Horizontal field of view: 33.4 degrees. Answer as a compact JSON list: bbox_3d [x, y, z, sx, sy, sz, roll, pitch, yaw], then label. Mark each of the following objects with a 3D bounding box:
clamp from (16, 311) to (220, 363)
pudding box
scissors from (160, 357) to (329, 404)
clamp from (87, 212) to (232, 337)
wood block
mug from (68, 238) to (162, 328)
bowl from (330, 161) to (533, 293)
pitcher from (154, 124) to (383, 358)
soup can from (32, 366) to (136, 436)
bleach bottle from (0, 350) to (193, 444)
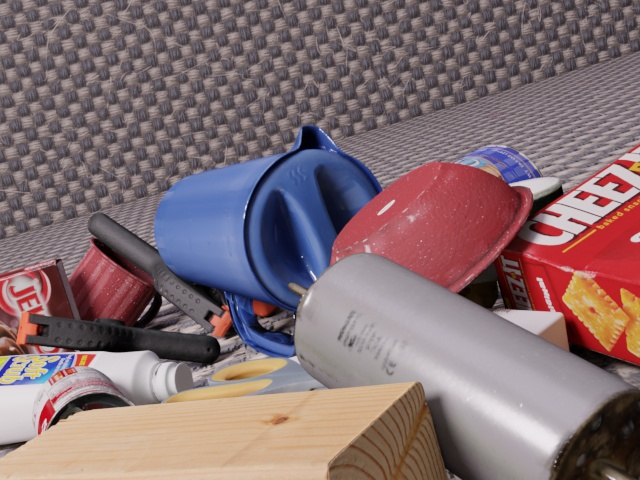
[{"bbox_3d":[-0.175,0.087,0.928,0.120,0.039,0.171,-9,-14,41],"label":"clamp"},{"bbox_3d":[-0.283,0.083,1.047,0.090,0.113,0.039,-16,10,0],"label":"pudding box"},{"bbox_3d":[0.007,0.078,0.626,0.202,0.016,0.096,-12,8,7],"label":"scissors"},{"bbox_3d":[-0.133,0.044,1.091,0.164,0.036,0.210,26,7,-43],"label":"clamp"},{"bbox_3d":[-0.052,0.128,0.490,0.206,0.090,0.090,-10,10,32],"label":"wood block"},{"bbox_3d":[-0.216,0.061,1.118,0.093,0.081,0.117,37,4,39],"label":"mug"},{"bbox_3d":[0.060,-0.003,0.710,0.162,0.055,0.162,-38,11,9],"label":"bowl"},{"bbox_3d":[-0.056,0.001,0.929,0.149,0.145,0.243,-49,22,-19],"label":"pitcher"},{"bbox_3d":[-0.161,0.127,0.734,0.068,0.068,0.102,-19,10,-18],"label":"soup can"},{"bbox_3d":[-0.215,0.124,0.867,0.251,0.068,0.102,-10,13,22],"label":"bleach bottle"}]
